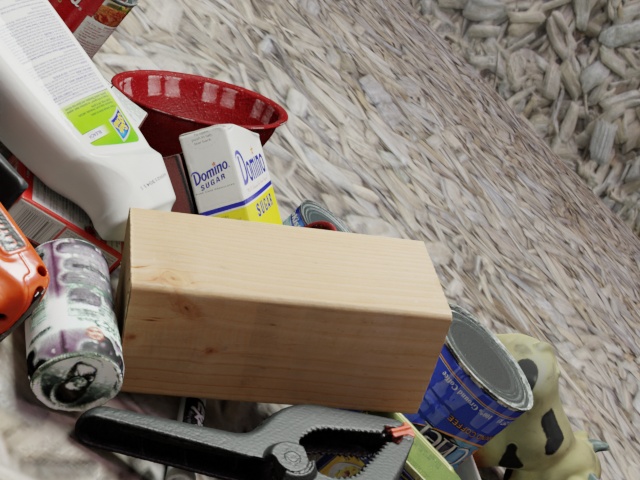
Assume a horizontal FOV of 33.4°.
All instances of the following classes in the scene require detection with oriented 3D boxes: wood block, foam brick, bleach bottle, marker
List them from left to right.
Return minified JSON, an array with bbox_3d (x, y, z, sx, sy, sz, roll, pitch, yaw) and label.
[{"bbox_3d":[-0.184,-0.086,0.731,0.251,0.068,0.102,53,36,-4],"label":"bleach bottle"},{"bbox_3d":[-0.122,-0.038,0.827,0.078,0.053,0.051,-96,169,-83],"label":"foam brick"},{"bbox_3d":[-0.085,0.120,0.696,0.020,0.020,0.121,38,22,-19],"label":"marker"},{"bbox_3d":[-0.030,0.049,0.713,0.206,0.090,0.091,6,34,-14],"label":"wood block"}]

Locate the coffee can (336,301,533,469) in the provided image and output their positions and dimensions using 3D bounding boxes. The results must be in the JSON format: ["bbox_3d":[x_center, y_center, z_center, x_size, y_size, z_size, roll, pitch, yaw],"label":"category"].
[{"bbox_3d":[0.075,0.130,0.811,0.102,0.140,0.103,38,22,-19],"label":"coffee can"}]

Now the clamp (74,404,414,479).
[{"bbox_3d":[-0.020,0.148,0.625,0.209,0.036,0.165,-2,38,-34],"label":"clamp"}]

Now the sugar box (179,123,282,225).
[{"bbox_3d":[-0.055,0.001,0.826,0.093,0.048,0.176,-3,80,-77],"label":"sugar box"}]

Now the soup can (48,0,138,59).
[{"bbox_3d":[-0.214,-0.189,0.915,0.068,0.102,0.068,38,22,-19],"label":"soup can"}]

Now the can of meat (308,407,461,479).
[{"bbox_3d":[0.041,0.173,0.745,0.102,0.084,0.057,46,21,2],"label":"can of meat"}]

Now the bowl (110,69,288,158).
[{"bbox_3d":[-0.113,-0.105,0.966,0.162,0.055,0.162,13,20,-5],"label":"bowl"}]

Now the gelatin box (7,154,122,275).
[{"bbox_3d":[-0.183,-0.020,0.759,0.089,0.030,0.073,35,22,-32],"label":"gelatin box"}]

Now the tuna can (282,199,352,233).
[{"bbox_3d":[0.002,0.002,1.067,0.086,0.034,0.086,38,22,-19],"label":"tuna can"}]
